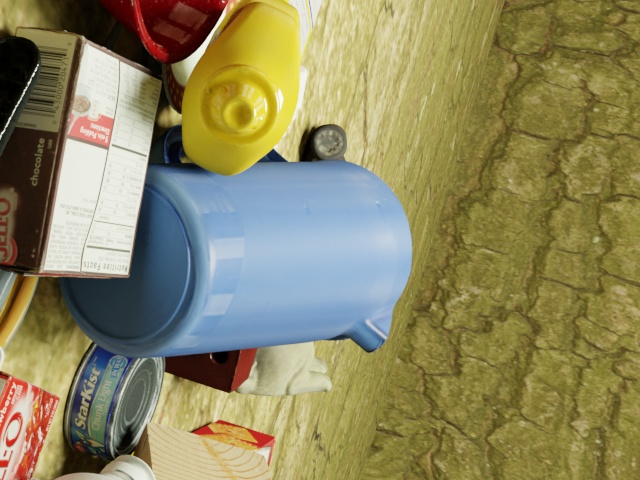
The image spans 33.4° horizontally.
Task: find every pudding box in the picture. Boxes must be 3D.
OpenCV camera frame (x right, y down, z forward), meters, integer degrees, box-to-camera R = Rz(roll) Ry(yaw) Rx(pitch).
[{"bbox_3d":[-0.120,-0.038,0.523,0.090,0.039,0.113,13,88,-74],"label":"pudding box"}]

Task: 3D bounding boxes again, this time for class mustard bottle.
[{"bbox_3d":[-0.044,-0.087,0.601,0.096,0.058,0.191,-62,-171,13],"label":"mustard bottle"}]

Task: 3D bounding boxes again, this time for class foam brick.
[{"bbox_3d":[-0.089,0.075,0.801,0.051,0.078,0.053,-24,129,-77],"label":"foam brick"}]

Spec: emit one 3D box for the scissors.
[{"bbox_3d":[-0.145,-0.038,0.535,0.096,0.016,0.202,49,57,-77],"label":"scissors"}]

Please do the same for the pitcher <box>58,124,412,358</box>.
[{"bbox_3d":[-0.054,0.001,0.684,0.242,0.149,0.145,-1,102,-61],"label":"pitcher"}]

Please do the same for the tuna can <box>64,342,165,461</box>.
[{"bbox_3d":[-0.137,0.105,0.720,0.086,0.034,0.086,16,90,-79],"label":"tuna can"}]

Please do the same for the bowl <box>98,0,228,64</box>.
[{"bbox_3d":[-0.084,-0.175,0.544,0.162,0.055,0.162,16,90,-79],"label":"bowl"}]
